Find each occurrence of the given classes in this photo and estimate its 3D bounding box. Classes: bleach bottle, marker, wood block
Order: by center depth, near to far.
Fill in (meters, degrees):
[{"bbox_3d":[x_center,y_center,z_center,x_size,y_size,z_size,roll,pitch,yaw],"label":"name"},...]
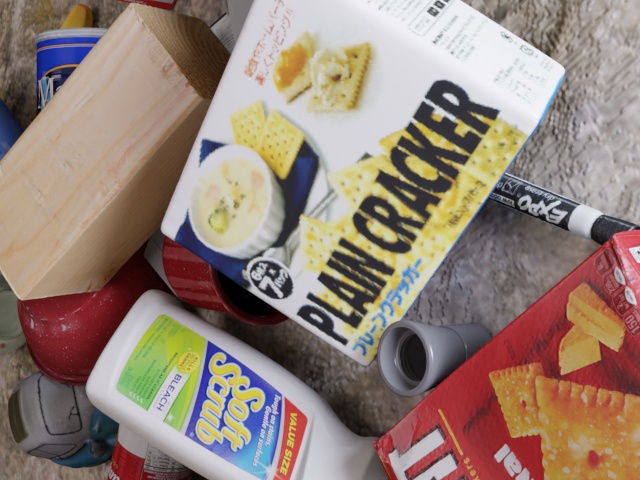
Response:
[{"bbox_3d":[0.130,-0.018,0.598,0.121,0.020,0.020,28,111,44],"label":"marker"},{"bbox_3d":[-0.040,0.124,0.731,0.251,0.068,0.102,22,70,29],"label":"bleach bottle"},{"bbox_3d":[-0.147,-0.059,0.759,0.206,0.090,0.090,-44,73,23],"label":"wood block"}]

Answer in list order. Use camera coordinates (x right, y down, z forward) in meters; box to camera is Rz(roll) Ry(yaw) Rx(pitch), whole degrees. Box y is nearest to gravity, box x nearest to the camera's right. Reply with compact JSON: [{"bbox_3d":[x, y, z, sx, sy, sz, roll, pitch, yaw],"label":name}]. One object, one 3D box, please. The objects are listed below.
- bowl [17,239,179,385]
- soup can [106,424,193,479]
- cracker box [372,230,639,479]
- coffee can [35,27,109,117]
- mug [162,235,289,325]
[{"bbox_3d":[-0.193,0.035,0.876,0.162,0.055,0.162,-14,57,22],"label":"bowl"},{"bbox_3d":[-0.129,0.161,0.852,0.069,0.068,0.102,31,113,44],"label":"soup can"},{"bbox_3d":[0.137,0.121,0.551,0.214,0.071,0.164,-48,56,37],"label":"cracker box"},{"bbox_3d":[-0.185,-0.098,0.889,0.103,0.102,0.140,1,91,48],"label":"coffee can"},{"bbox_3d":[-0.055,0.001,0.764,0.082,0.093,0.117,2,61,53],"label":"mug"}]
